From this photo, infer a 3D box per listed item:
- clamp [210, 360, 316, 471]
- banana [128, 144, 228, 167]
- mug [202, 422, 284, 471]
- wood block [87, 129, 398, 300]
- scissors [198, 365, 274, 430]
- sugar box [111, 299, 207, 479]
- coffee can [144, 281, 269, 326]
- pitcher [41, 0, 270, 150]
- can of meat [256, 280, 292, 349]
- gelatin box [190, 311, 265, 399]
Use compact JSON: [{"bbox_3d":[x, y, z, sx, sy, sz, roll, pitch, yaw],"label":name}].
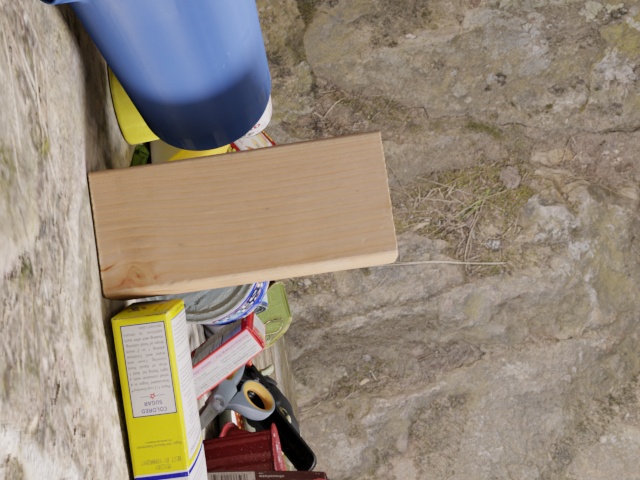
[{"bbox_3d":[-0.086,0.165,1.193,0.164,0.036,0.210,44,2,-21],"label":"clamp"},{"bbox_3d":[-0.124,-0.058,0.911,0.037,0.070,0.197,42,19,2],"label":"banana"},{"bbox_3d":[-0.075,0.237,1.007,0.093,0.081,0.117,76,5,-82],"label":"mug"},{"bbox_3d":[-0.053,-0.015,0.779,0.090,0.206,0.091,72,10,-85],"label":"wood block"},{"bbox_3d":[-0.087,0.168,1.038,0.096,0.016,0.201,42,19,-15],"label":"scissors"},{"bbox_3d":[-0.113,0.134,0.771,0.093,0.048,0.176,-91,176,-87],"label":"sugar box"},{"bbox_3d":[-0.098,0.022,0.917,0.140,0.103,0.103,76,6,-84],"label":"coffee can"},{"bbox_3d":[-0.100,-0.175,0.757,0.243,0.149,0.145,73,6,-63],"label":"pitcher"},{"bbox_3d":[-0.087,0.070,1.279,0.084,0.057,0.102,33,-26,28],"label":"can of meat"},{"bbox_3d":[-0.092,0.107,0.992,0.030,0.089,0.073,51,4,-9],"label":"gelatin box"}]
